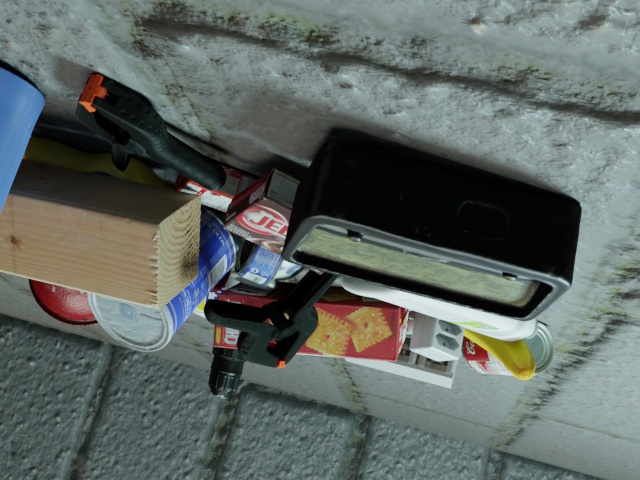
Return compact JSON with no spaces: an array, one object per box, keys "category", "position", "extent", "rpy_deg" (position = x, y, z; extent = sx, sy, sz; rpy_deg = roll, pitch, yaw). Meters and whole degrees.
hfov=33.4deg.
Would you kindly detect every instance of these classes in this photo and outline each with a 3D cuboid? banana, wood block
[{"category":"banana","position":[0.196,0.115,1.260],"extent":[0.069,0.037,0.198],"rpy_deg":[-4,-157,-35]},{"category":"wood block","position":[-0.229,-0.010,1.037],"extent":[0.206,0.091,0.090],"rpy_deg":[12,-157,16]}]

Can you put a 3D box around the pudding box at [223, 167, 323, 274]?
[{"category":"pudding box","position":[-0.021,-0.016,0.987],"extent":[0.113,0.039,0.090],"rpy_deg":[24,154,-21]}]

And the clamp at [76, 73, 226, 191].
[{"category":"clamp","position":[-0.170,-0.094,0.946],"extent":[0.120,0.039,0.171],"rpy_deg":[3,156,29]}]

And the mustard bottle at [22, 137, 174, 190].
[{"category":"mustard bottle","position":[-0.222,-0.047,1.108],"extent":[0.192,0.058,0.096],"rpy_deg":[11,125,16]}]

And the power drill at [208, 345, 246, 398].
[{"category":"power drill","position":[-0.110,0.128,1.507],"extent":[0.057,0.184,0.187],"rpy_deg":[15,176,3]}]

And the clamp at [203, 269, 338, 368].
[{"category":"clamp","position":[-0.052,0.084,1.112],"extent":[0.164,0.036,0.210],"rpy_deg":[-21,154,-23]}]

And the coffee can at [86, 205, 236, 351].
[{"category":"coffee can","position":[-0.169,0.037,1.150],"extent":[0.103,0.140,0.103],"rpy_deg":[17,131,20]}]

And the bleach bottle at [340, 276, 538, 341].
[{"category":"bleach bottle","position":[0.144,0.060,1.154],"extent":[0.250,0.068,0.103],"rpy_deg":[24,168,-39]}]

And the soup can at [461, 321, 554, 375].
[{"category":"soup can","position":[0.233,0.134,1.329],"extent":[0.068,0.068,0.102],"rpy_deg":[23,165,-26]}]

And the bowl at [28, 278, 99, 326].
[{"category":"bowl","position":[-0.286,0.019,1.276],"extent":[0.162,0.162,0.055],"rpy_deg":[13,166,15]}]

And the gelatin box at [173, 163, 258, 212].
[{"category":"gelatin box","position":[-0.095,-0.050,1.052],"extent":[0.089,0.030,0.073],"rpy_deg":[20,168,-15]}]

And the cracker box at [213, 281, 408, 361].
[{"category":"cracker box","position":[-0.005,0.091,1.285],"extent":[0.214,0.072,0.164],"rpy_deg":[5,-175,8]}]

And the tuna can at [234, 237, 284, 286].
[{"category":"tuna can","position":[-0.057,0.001,1.096],"extent":[0.033,0.086,0.086],"rpy_deg":[21,166,-14]}]
